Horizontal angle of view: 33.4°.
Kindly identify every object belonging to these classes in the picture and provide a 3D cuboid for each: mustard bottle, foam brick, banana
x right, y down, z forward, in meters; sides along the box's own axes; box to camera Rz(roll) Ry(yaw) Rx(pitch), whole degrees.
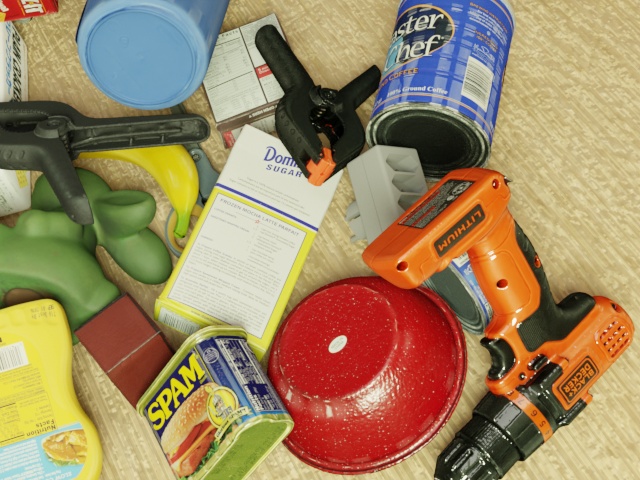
[{"bbox_3d":[-0.211,0.145,0.775,0.096,0.058,0.191,-16,84,-10],"label":"mustard bottle"},{"bbox_3d":[-0.142,0.087,0.816,0.051,0.078,0.053,-39,55,-13],"label":"foam brick"},{"bbox_3d":[-0.166,-0.073,0.939,0.198,0.037,0.069,32,73,37],"label":"banana"}]

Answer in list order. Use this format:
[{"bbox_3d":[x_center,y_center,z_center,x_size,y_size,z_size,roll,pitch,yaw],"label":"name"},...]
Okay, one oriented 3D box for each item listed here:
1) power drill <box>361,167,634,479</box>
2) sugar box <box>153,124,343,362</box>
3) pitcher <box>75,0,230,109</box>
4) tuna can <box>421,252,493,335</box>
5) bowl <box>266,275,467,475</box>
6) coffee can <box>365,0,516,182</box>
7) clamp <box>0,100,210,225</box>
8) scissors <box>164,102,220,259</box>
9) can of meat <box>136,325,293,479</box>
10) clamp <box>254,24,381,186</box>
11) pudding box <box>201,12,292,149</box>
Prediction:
[{"bbox_3d":[0.109,0.060,0.720,0.184,0.187,0.057,-43,22,-16],"label":"power drill"},{"bbox_3d":[-0.056,0.001,0.855,0.093,0.048,0.176,25,60,-2],"label":"sugar box"},{"bbox_3d":[-0.149,-0.218,0.953,0.145,0.149,0.242,10,40,-6],"label":"pitcher"},{"bbox_3d":[0.105,0.027,0.792,0.033,0.086,0.086,-37,57,-13],"label":"tuna can"},{"bbox_3d":[0.022,0.084,0.774,0.162,0.055,0.162,-13,55,19],"label":"bowl"},{"bbox_3d":[0.102,-0.134,0.887,0.103,0.103,0.140,6,59,17],"label":"coffee can"},{"bbox_3d":[-0.218,-0.075,0.875,0.210,0.036,0.164,12,35,20],"label":"clamp"},{"bbox_3d":[-0.121,-0.055,0.942,0.096,0.016,0.202,-36,56,-11],"label":"scissors"},{"bbox_3d":[-0.076,0.126,0.768,0.102,0.057,0.084,-51,55,26],"label":"can of meat"},{"bbox_3d":[-0.009,-0.117,0.893,0.120,0.039,0.171,19,40,-8],"label":"clamp"},{"bbox_3d":[-0.064,-0.147,0.975,0.090,0.039,0.113,-21,53,1],"label":"pudding box"}]
